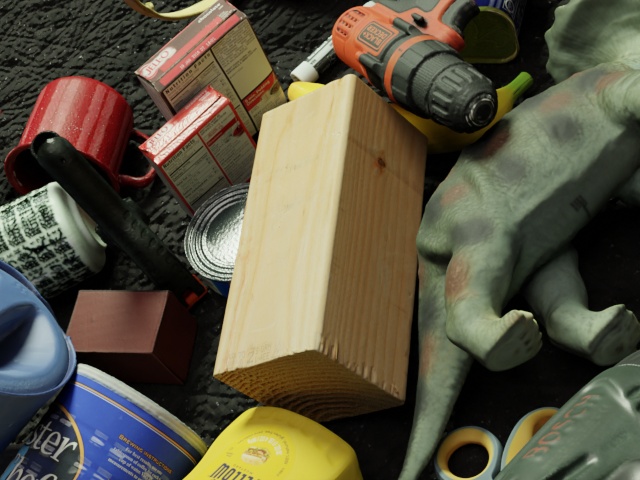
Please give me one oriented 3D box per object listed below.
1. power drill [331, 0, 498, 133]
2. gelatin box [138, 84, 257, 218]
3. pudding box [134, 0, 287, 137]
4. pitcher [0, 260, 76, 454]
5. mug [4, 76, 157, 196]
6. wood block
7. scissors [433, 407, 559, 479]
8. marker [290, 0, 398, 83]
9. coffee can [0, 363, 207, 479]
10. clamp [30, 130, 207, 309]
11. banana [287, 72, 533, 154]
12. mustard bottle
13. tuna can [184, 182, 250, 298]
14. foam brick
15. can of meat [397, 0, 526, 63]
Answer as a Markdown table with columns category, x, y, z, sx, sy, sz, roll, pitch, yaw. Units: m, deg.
| category | x | y | z | sx | sy | sz | roll | pitch | yaw |
| --- | --- | --- | --- | --- | --- | --- | --- | --- | --- |
| power drill | 0.107 | -0.167 | 0.725 | 0.187 | 0.057 | 0.185 | -46 | 38 | 1 |
| gelatin box | -0.088 | -0.064 | 0.813 | 0.073 | 0.089 | 0.030 | -44 | 54 | -10 |
| pudding box | -0.081 | -0.119 | 0.832 | 0.090 | 0.113 | 0.039 | -42 | 54 | -9 |
| pitcher | -0.283 | 0.126 | 0.685 | 0.243 | 0.149 | 0.145 | -50 | 21 | 19 |
| mug | -0.188 | -0.076 | 0.871 | 0.117 | 0.093 | 0.081 | 13 | 54 | -5 |
| wood block | 0.006 | 0.006 | 0.714 | 0.090 | 0.090 | 0.206 | -20 | 49 | 38 |
| scissors | 0.086 | 0.161 | 0.593 | 0.096 | 0.016 | 0.201 | -3 | 31 | 35 |
| marker | 0.024 | -0.172 | 0.885 | 0.121 | 0.020 | 0.020 | -45 | 54 | -11 |
| coffee can | -0.152 | 0.165 | 0.678 | 0.103 | 0.102 | 0.140 | 20 | 67 | 31 |
| clamp | -0.145 | -0.015 | 0.760 | 0.039 | 0.171 | 0.120 | -45 | 9 | -1 |
| banana | 0.059 | -0.095 | 0.812 | 0.198 | 0.037 | 0.069 | 3 | 42 | 22 |
| mustard bottle | -0.067 | 0.178 | 0.622 | 0.096 | 0.058 | 0.191 | 16 | 43 | 38 |
| tuna can | -0.055 | 0.001 | 0.792 | 0.086 | 0.033 | 0.086 | -11 | 55 | 15 |
| foam brick | -0.136 | 0.069 | 0.767 | 0.078 | 0.053 | 0.051 | 0 | 58 | 21 |
| can of meat | 0.111 | -0.189 | 0.838 | 0.102 | 0.057 | 0.084 | 4 | 58 | 24 |
